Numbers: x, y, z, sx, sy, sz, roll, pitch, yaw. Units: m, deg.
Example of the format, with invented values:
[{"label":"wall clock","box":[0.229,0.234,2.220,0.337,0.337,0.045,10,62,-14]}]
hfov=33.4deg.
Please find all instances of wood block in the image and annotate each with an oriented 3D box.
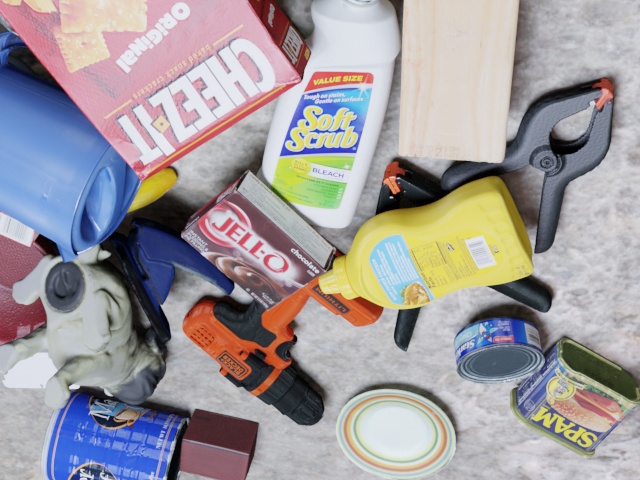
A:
[{"label":"wood block","box":[0.113,-0.176,0.858,0.090,0.090,0.206,5,123,8]}]

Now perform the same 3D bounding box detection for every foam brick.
[{"label":"foam brick","box":[-0.113,0.232,1.198,0.078,0.053,0.051,12,124,5]}]

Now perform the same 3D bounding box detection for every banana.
[{"label":"banana","box":[-0.240,-0.054,1.022,0.197,0.037,0.069,12,94,-6]}]

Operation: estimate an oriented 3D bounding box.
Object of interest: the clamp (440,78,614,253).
[{"label":"clamp","box":[0.204,-0.066,0.943,0.120,0.039,0.172,38,123,-17]}]

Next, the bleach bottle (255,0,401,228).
[{"label":"bleach bottle","box":[0.006,-0.122,0.902,0.102,0.068,0.251,14,137,2]}]

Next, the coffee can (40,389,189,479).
[{"label":"coffee can","box":[-0.227,0.232,1.193,0.140,0.102,0.103,12,124,4]}]

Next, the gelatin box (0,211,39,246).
[{"label":"gelatin box","box":[-0.309,-0.040,1.050,0.089,0.073,0.030,24,124,-3]}]

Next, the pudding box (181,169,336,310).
[{"label":"pudding box","box":[-0.056,0.001,0.967,0.113,0.039,0.090,40,134,-15]}]

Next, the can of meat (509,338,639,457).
[{"label":"can of meat","box":[0.255,0.156,1.067,0.102,0.057,0.084,29,121,-8]}]

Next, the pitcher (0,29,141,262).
[{"label":"pitcher","box":[-0.278,-0.104,0.946,0.243,0.149,0.145,27,158,8]}]

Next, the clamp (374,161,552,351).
[{"label":"clamp","box":[0.103,0.019,1.021,0.165,0.036,0.210,-26,118,25]}]

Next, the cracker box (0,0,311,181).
[{"label":"cracker box","box":[-0.135,-0.173,0.807,0.164,0.072,0.213,-29,113,22]}]

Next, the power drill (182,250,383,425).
[{"label":"power drill","box":[-0.024,0.096,1.086,0.184,0.057,0.188,40,122,-15]}]

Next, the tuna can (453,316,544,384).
[{"label":"tuna can","box":[0.174,0.108,1.046,0.086,0.034,0.086,-2,148,-2]}]

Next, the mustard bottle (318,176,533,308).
[{"label":"mustard bottle","box":[0.087,0.013,0.960,0.192,0.058,0.096,-18,122,20]}]

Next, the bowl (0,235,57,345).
[{"label":"bowl","box":[-0.330,0.033,1.113,0.162,0.055,0.162,6,124,8]}]
